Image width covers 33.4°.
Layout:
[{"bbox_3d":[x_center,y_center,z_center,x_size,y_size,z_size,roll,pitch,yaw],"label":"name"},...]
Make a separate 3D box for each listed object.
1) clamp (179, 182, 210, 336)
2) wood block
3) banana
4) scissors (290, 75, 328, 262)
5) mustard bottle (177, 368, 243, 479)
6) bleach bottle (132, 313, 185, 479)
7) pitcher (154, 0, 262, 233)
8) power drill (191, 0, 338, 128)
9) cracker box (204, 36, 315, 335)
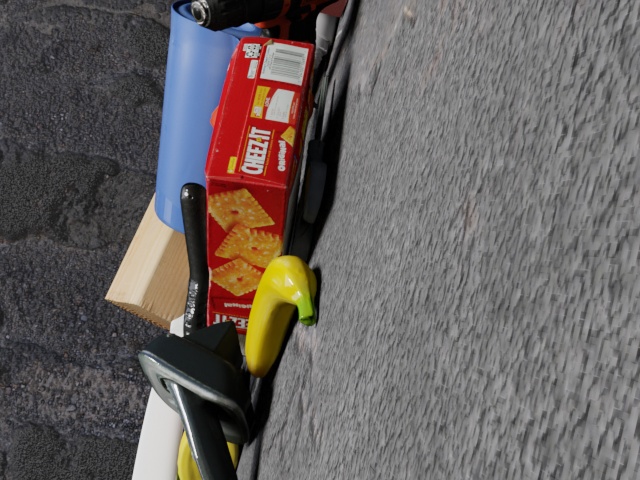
[{"bbox_3d":[-0.107,0.039,1.050,0.164,0.036,0.210,-43,-45,-77],"label":"clamp"},{"bbox_3d":[-0.167,0.001,1.307,0.090,0.090,0.206,3,65,54],"label":"wood block"},{"bbox_3d":[-0.035,0.056,0.846,0.198,0.037,0.069,123,160,-67],"label":"banana"},{"bbox_3d":[-0.002,-0.078,0.905,0.096,0.016,0.201,114,166,-66],"label":"scissors"},{"bbox_3d":[-0.111,0.173,1.111,0.191,0.058,0.096,-93,13,-66],"label":"mustard bottle"},{"bbox_3d":[-0.154,0.180,1.194,0.102,0.068,0.251,37,-129,-51],"label":"bleach bottle"},{"bbox_3d":[-0.113,-0.134,1.155,0.149,0.145,0.243,-41,-33,-60],"label":"pitcher"},{"bbox_3d":[-0.049,-0.173,0.967,0.184,0.057,0.188,-27,-29,-35],"label":"power drill"},{"bbox_3d":[-0.055,-0.042,0.918,0.214,0.072,0.164,99,180,-52],"label":"cracker box"}]
